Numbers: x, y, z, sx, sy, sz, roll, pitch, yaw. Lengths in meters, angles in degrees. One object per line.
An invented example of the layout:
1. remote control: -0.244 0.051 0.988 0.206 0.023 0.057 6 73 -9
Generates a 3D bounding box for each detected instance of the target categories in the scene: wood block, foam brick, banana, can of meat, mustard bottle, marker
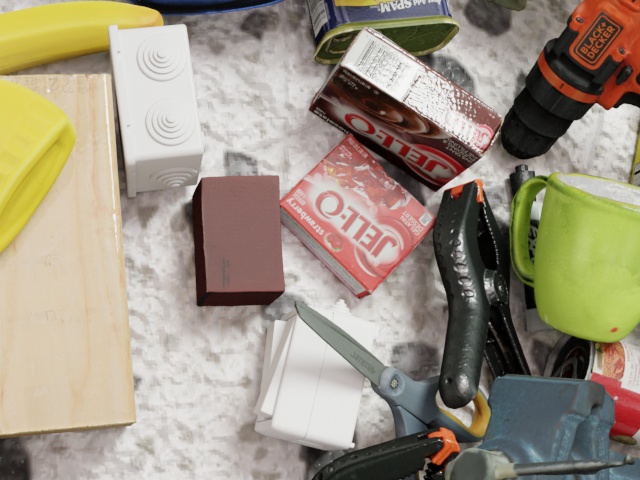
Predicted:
1. wood block: -0.165 0.012 0.647 0.090 0.091 0.206 -3 80 -14
2. foam brick: -0.055 0.001 0.697 0.053 0.051 0.078 0 78 -13
3. banana: -0.201 -0.119 0.683 0.197 0.037 0.070 -24 47 -22
4. can of meat: 0.038 -0.177 0.755 0.102 0.057 0.084 -8 78 -16
5. mustard bottle: -0.236 -0.073 0.579 0.191 0.058 0.096 31 81 7
6. marker: 0.150 0.005 0.764 0.020 0.020 0.121 -2 79 -14

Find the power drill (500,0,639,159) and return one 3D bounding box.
1. power drill: 0.231 -0.082 0.713 0.188 0.185 0.057 37 43 6

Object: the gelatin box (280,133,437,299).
1. gelatin box: 0.024 -0.016 0.731 0.089 0.030 0.073 45 72 -1

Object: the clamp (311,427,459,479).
1. clamp: 0.019 0.205 0.652 0.210 0.036 0.164 -43 95 4

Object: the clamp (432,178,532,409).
1. clamp: 0.101 0.040 0.708 0.039 0.120 0.171 -18 75 24

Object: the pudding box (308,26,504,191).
1. pudding box: 0.056 -0.086 0.722 0.113 0.090 0.039 34 71 -4

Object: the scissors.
1. scissors: 0.042 0.109 0.664 0.201 0.016 0.096 24 76 -42
